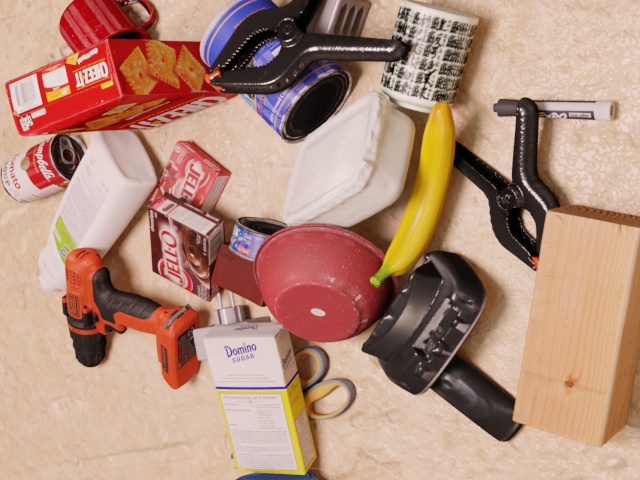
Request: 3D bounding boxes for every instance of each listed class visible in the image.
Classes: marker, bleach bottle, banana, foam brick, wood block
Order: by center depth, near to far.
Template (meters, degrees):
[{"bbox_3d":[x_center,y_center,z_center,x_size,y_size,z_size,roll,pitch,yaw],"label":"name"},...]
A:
[{"bbox_3d":[0.253,0.076,1.014,0.091,0.090,0.206,14,102,29],"label":"wood block"},{"bbox_3d":[0.227,-0.129,1.049,0.121,0.020,0.020,7,99,32],"label":"marker"},{"bbox_3d":[0.105,-0.044,1.087,0.037,0.069,0.198,21,103,17],"label":"banana"},{"bbox_3d":[-0.078,0.037,1.241,0.078,0.051,0.053,24,107,28],"label":"foam brick"},{"bbox_3d":[-0.301,-0.026,1.362,0.251,0.067,0.103,-48,59,34],"label":"bleach bottle"}]

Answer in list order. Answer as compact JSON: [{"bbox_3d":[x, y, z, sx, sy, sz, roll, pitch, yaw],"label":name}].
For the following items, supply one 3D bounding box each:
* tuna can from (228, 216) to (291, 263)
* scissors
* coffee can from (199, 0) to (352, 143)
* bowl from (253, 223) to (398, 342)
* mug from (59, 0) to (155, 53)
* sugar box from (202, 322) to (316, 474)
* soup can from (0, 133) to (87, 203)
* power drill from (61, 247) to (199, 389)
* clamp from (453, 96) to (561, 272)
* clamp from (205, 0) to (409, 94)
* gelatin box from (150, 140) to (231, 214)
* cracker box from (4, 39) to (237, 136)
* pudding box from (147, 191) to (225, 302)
[{"bbox_3d":[-0.058,0.001,1.204,0.086,0.086,0.034,22,105,28],"label":"tuna can"},{"bbox_3d":[-0.048,0.189,1.258,0.202,0.016,0.096,-24,85,31],"label":"scissors"},{"bbox_3d":[-0.049,-0.189,1.167,0.140,0.102,0.103,46,116,19],"label":"coffee can"},{"bbox_3d":[0.001,0.059,1.139,0.162,0.055,0.162,8,134,8],"label":"bowl"},{"bbox_3d":[-0.257,-0.257,1.307,0.117,0.093,0.081,-37,68,-2],"label":"mug"},{"bbox_3d":[-0.068,0.180,1.218,0.093,0.048,0.176,-2,109,23],"label":"sugar box"},{"bbox_3d":[-0.360,-0.094,1.394,0.102,0.068,0.068,-18,86,33],"label":"soup can"},{"bbox_3d":[-0.240,0.114,1.331,0.188,0.057,0.184,22,131,22],"label":"power drill"},{"bbox_3d":[0.187,-0.048,1.072,0.120,0.039,0.171,-14,90,52],"label":"clamp"},{"bbox_3d":[-0.025,-0.218,1.089,0.210,0.036,0.164,-21,66,16],"label":"clamp"},{"bbox_3d":[-0.159,-0.065,1.292,0.073,0.030,0.089,39,114,23],"label":"gelatin box"},{"bbox_3d":[-0.218,-0.171,1.210,0.164,0.213,0.072,-14,89,33],"label":"cracker box"},{"bbox_3d":[-0.158,0.009,1.266,0.090,0.039,0.113,26,135,21],"label":"pudding box"}]
